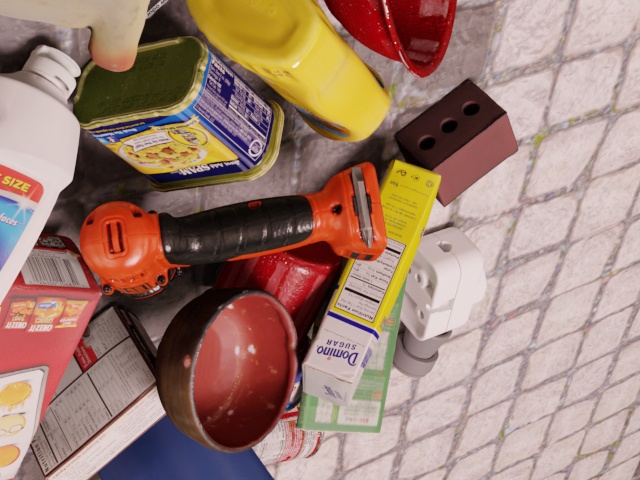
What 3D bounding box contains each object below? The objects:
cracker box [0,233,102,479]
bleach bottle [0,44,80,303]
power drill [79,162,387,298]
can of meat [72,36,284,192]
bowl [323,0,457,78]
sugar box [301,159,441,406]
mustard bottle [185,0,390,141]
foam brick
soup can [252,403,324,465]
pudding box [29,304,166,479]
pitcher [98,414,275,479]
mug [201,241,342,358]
[{"bbox_3d":[-0.262,0.088,0.696,0.163,0.072,0.214,5,126,-40],"label":"cracker box"},{"bbox_3d":[-0.210,-0.005,0.577,0.102,0.068,0.250,38,67,-29],"label":"bleach bottle"},{"bbox_3d":[-0.055,0.001,0.700,0.187,0.057,0.184,-11,175,-3],"label":"power drill"},{"bbox_3d":[-0.088,-0.076,0.652,0.102,0.057,0.083,-6,153,31],"label":"can of meat"},{"bbox_3d":[0.037,-0.179,0.640,0.162,0.055,0.162,3,90,-68],"label":"bowl"},{"bbox_3d":[0.038,0.034,0.813,0.093,0.048,0.176,91,20,-71],"label":"sugar box"},{"bbox_3d":[-0.004,-0.108,0.679,0.058,0.096,0.191,-55,154,1],"label":"mustard bottle"},{"bbox_3d":[0.108,-0.077,0.848,0.078,0.053,0.051,-38,143,-2],"label":"foam brick"},{"bbox_3d":[-0.056,0.168,0.954,0.102,0.069,0.069,-2,130,-38],"label":"soup can"},{"bbox_3d":[-0.167,0.115,0.787,0.113,0.090,0.039,-41,142,2],"label":"pudding box"},{"bbox_3d":[-0.099,0.216,0.822,0.149,0.243,0.145,-20,139,-23],"label":"pitcher"},{"bbox_3d":[-0.030,0.029,0.823,0.082,0.093,0.117,-63,165,22],"label":"mug"}]
